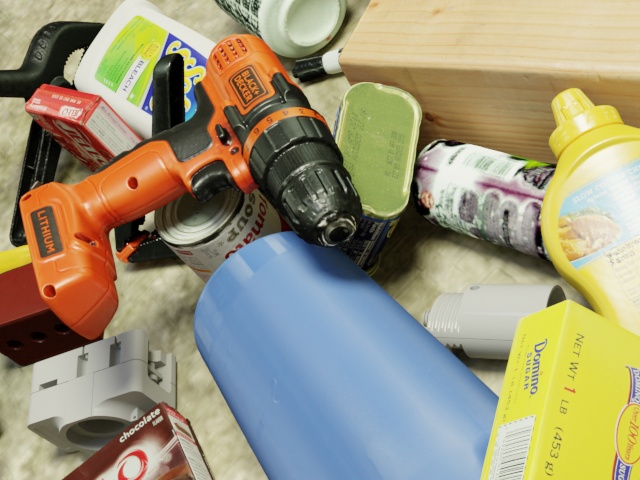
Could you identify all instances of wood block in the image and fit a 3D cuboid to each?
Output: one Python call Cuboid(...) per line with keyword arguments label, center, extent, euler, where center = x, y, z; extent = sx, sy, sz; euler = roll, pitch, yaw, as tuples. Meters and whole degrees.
Cuboid(label="wood block", center=(0.129, -0.110, 0.672), extent=(0.206, 0.090, 0.090), euler=(10, 58, 35))

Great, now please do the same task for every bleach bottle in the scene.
Cuboid(label="bleach bottle", center=(-0.084, -0.108, 0.822), extent=(0.251, 0.068, 0.102), euler=(29, 82, 39))

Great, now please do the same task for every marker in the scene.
Cuboid(label="marker", center=(0.034, -0.141, 0.803), extent=(0.121, 0.020, 0.020), euler=(-11, 54, 24))

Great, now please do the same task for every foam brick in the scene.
Cuboid(label="foam brick", center=(-0.206, 0.051, 0.791), extent=(0.078, 0.053, 0.051), euler=(-19, 51, 19))

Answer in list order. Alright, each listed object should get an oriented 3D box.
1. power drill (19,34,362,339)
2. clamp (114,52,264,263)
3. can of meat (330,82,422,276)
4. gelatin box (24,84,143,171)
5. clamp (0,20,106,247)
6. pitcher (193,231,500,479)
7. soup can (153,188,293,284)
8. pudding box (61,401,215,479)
Cuboid(label="power drill", center=(-0.078, -0.023, 0.624), extent=(0.187, 0.057, 0.184), euler=(-32, 44, 3))
Cuboid(label="clamp", center=(-0.090, -0.037, 0.755), extent=(0.120, 0.172, 0.039), euler=(37, 39, 7))
Cuboid(label="can of meat", center=(0.025, -0.039, 0.682), extent=(0.057, 0.084, 0.102), euler=(14, 60, -6))
Cuboid(label="gelatin box", center=(-0.179, -0.083, 0.843), extent=(0.073, 0.089, 0.030), euler=(17, 69, 38))
Cuboid(label="clamp", center=(-0.229, -0.122, 0.871), extent=(0.036, 0.164, 0.209), euler=(7, 53, 24))
Cuboid(label="pitcher", center=(0.020, 0.107, 0.577), extent=(0.149, 0.145, 0.243), euler=(-33, 43, -9))
Cuboid(label="soup can", center=(-0.055, 0.001, 0.701), extent=(0.069, 0.102, 0.068), euler=(-16, 52, 21))
Cuboid(label="pudding box", center=(-0.118, 0.170, 0.664), extent=(0.113, 0.039, 0.090), euler=(-37, 47, 3))
